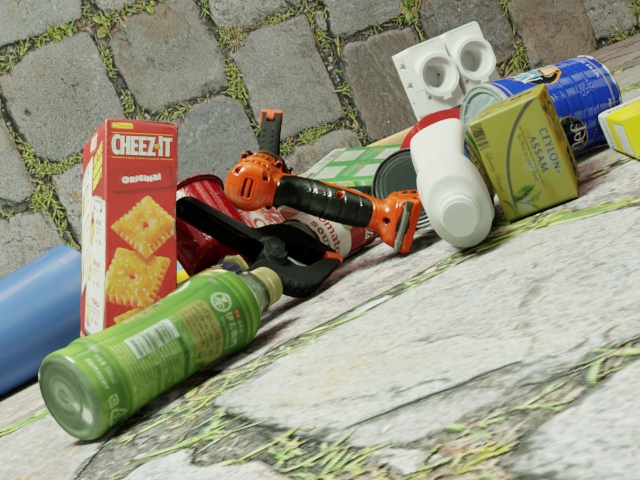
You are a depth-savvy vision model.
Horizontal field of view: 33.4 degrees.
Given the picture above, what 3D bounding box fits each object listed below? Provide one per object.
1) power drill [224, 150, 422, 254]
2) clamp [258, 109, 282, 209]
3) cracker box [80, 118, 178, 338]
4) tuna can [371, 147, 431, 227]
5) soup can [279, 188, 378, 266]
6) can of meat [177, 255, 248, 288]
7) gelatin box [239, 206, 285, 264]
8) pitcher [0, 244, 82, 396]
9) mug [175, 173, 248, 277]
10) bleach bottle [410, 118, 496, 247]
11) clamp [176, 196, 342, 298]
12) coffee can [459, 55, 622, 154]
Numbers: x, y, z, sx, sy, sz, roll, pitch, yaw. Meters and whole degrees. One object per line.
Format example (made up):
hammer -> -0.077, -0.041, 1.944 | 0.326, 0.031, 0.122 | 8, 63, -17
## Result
power drill -> 0.005, -0.043, 1.049 | 0.187, 0.057, 0.184 | 13, 12, 3
clamp -> -0.067, -0.058, 1.351 | 0.036, 0.210, 0.164 | 3, 14, -1
cracker box -> -0.174, 0.009, 0.969 | 0.072, 0.214, 0.164 | 2, -4, -19
tuna can -> 0.098, -0.057, 1.144 | 0.086, 0.086, 0.033 | -22, 4, 7
soup can -> 0.007, -0.008, 1.136 | 0.069, 0.068, 0.102 | -17, 8, 44
can of meat -> -0.111, 0.059, 1.053 | 0.083, 0.057, 0.102 | -27, 6, -16
gelatin box -> -0.058, 0.002, 1.194 | 0.030, 0.089, 0.073 | -42, -6, 31
pitcher -> -0.374, 0.113, 1.242 | 0.242, 0.145, 0.149 | -32, -21, -40
mug -> -0.128, -0.011, 1.115 | 0.093, 0.081, 0.117 | -47, -27, 18
bleach bottle -> 0.122, -0.042, 0.950 | 0.068, 0.102, 0.250 | -25, 12, 11
clamp -> -0.057, 0.008, 0.985 | 0.171, 0.120, 0.039 | -1, -31, -46
coffee can -> 0.236, -0.133, 1.145 | 0.140, 0.103, 0.103 | -19, 4, -24
